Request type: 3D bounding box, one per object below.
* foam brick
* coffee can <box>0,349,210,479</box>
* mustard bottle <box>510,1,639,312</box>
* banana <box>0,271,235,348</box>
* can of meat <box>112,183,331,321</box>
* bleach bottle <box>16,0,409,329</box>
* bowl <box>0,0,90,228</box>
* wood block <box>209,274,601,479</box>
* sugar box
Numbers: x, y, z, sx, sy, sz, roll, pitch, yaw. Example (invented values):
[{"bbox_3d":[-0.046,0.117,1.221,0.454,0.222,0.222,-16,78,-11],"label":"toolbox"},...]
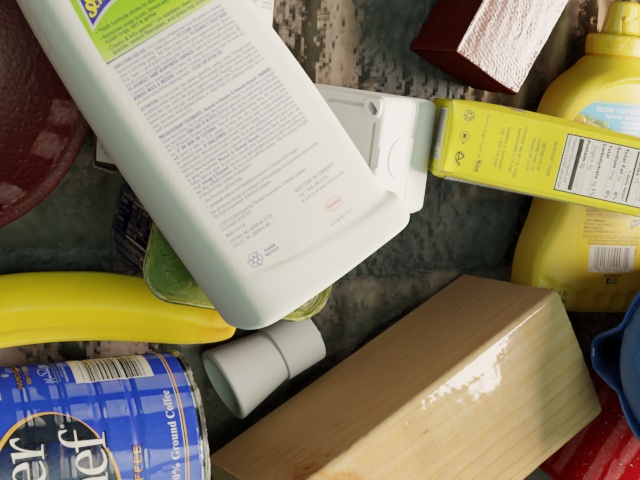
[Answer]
[{"bbox_3d":[0.101,-0.131,0.624,0.051,0.053,0.078,30,89,-27],"label":"foam brick"},{"bbox_3d":[-0.139,0.113,0.545,0.140,0.103,0.103,-3,103,-24],"label":"coffee can"},{"bbox_3d":[0.178,-0.053,0.674,0.096,0.058,0.192,2,102,-18],"label":"mustard bottle"},{"bbox_3d":[-0.143,0.043,0.549,0.197,0.070,0.037,-8,131,-31],"label":"banana"},{"bbox_3d":[-0.054,0.001,0.568,0.102,0.084,0.057,10,97,-26],"label":"can of meat"},{"bbox_3d":[-0.065,-0.088,0.475,0.102,0.068,0.251,-36,102,-20],"label":"bleach bottle"},{"bbox_3d":[-0.179,-0.084,0.488,0.161,0.055,0.162,-21,117,-49],"label":"bowl"},{"bbox_3d":[0.052,0.113,0.619,0.205,0.091,0.090,-33,111,-24],"label":"wood block"},{"bbox_3d":[0.149,-0.043,0.596,0.176,0.093,0.048,9,99,-1],"label":"sugar box"}]
